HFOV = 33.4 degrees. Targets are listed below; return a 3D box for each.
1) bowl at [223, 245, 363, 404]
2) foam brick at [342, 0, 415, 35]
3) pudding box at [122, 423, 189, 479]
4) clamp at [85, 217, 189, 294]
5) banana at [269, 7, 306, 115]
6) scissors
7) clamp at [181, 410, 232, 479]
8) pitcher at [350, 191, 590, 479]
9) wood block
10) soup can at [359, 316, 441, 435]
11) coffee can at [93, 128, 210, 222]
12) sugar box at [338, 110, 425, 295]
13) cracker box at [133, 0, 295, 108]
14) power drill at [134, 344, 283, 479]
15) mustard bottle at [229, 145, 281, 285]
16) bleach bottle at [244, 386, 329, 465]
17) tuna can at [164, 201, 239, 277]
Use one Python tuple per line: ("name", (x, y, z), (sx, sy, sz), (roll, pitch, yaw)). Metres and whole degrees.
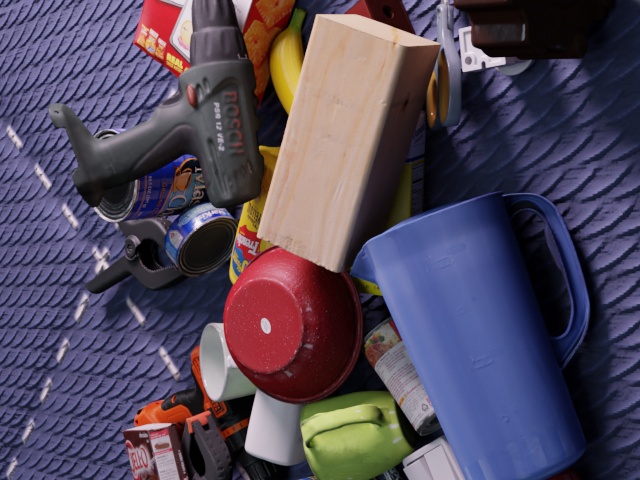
("bowl", (-0.040, 0.081, 1.034), (0.162, 0.055, 0.162), (0, 90, 33))
("foam brick", (0.056, -0.186, 1.016), (0.051, 0.052, 0.078), (-32, 74, 43))
("pudding box", (-0.190, 0.259, 1.235), (0.114, 0.039, 0.090), (-22, 82, 61))
("clamp", (-0.228, -0.002, 1.338), (0.210, 0.036, 0.164), (8, 102, 42))
("banana", (-0.006, -0.143, 1.095), (0.070, 0.037, 0.198), (-42, 67, 39))
("scissors", (0.110, -0.189, 0.980), (0.096, 0.016, 0.202), (111, 160, -67))
("clamp", (-0.130, 0.280, 1.217), (0.120, 0.039, 0.171), (-12, 91, 45))
("pitcher", (0.146, 0.083, 0.921), (0.149, 0.144, 0.243), (-27, 83, 52))
("wood block", (0.025, -0.088, 0.953), (0.090, 0.090, 0.206), (24, 110, 20))
("soup can", (0.093, 0.125, 1.016), (0.102, 0.068, 0.069), (55, 130, 23))
("coffee can", (-0.180, -0.077, 1.205), (0.103, 0.140, 0.103), (8, 102, 44))
("sugar box", (0.051, -0.038, 1.028), (0.093, 0.048, 0.176), (5, 106, 24))
("cracker box", (-0.105, -0.272, 1.150), (0.164, 0.071, 0.214), (39, 120, 32))
("power drill", (-0.133, 0.229, 1.267), (0.188, 0.057, 0.184), (-36, 74, 40))
("mustard bottle", (-0.058, 0.001, 1.152), (0.096, 0.058, 0.192), (46, 128, 49))
("bleach bottle", (-0.016, 0.101, 1.113), (0.068, 0.102, 0.251), (14, 98, 23))
("tuna can", (-0.134, -0.002, 1.209), (0.034, 0.085, 0.086), (46, 125, 32))
